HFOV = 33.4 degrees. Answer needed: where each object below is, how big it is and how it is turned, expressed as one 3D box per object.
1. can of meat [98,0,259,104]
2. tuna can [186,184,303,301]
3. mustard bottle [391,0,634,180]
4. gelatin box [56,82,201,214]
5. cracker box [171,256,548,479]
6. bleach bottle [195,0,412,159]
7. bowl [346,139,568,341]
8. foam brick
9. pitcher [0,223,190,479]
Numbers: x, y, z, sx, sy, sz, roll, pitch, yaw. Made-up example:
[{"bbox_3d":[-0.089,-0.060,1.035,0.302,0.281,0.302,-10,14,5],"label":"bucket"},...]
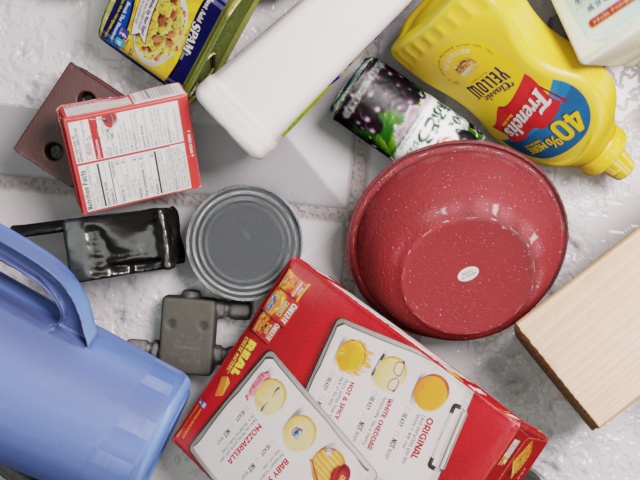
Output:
[{"bbox_3d":[-0.101,-0.163,0.762,0.084,0.057,0.102,35,122,2],"label":"can of meat"},{"bbox_3d":[-0.055,0.001,0.794,0.086,0.034,0.086,0,93,2],"label":"tuna can"},{"bbox_3d":[0.149,-0.105,0.750,0.191,0.096,0.058,36,52,-16],"label":"mustard bottle"},{"bbox_3d":[-0.133,-0.065,0.748,0.089,0.030,0.073,-14,120,-14],"label":"gelatin box"},{"bbox_3d":[0.021,0.136,0.730,0.214,0.072,0.164,36,93,35],"label":"cracker box"},{"bbox_3d":[0.025,-0.166,0.747,0.251,0.102,0.068,-43,98,4],"label":"bleach bottle"},{"bbox_3d":[0.100,0.013,0.750,0.162,0.055,0.162,-1,116,-1],"label":"bowl"},{"bbox_3d":[-0.178,-0.083,0.784,0.053,0.051,0.078,33,94,0],"label":"foam brick"},{"bbox_3d":[-0.216,0.086,0.752,0.243,0.149,0.145,26,70,-1],"label":"pitcher"}]
